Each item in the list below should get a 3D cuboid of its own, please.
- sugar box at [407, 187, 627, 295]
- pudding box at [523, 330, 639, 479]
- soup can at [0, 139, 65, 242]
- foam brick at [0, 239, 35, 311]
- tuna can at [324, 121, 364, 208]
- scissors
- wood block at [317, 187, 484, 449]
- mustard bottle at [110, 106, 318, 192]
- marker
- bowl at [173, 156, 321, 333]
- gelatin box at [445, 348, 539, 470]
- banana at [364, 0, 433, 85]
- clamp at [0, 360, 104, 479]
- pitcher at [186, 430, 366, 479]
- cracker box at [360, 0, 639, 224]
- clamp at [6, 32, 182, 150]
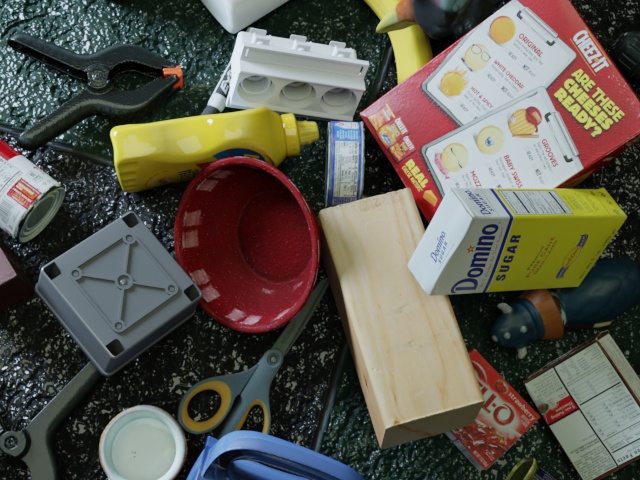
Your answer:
[{"bbox_3d":[0.171,0.000,0.922,0.175,0.093,0.048,-4,45,-32],"label":"sugar box"},{"bbox_3d":[0.252,0.153,0.975,0.090,0.039,0.113,-37,79,29],"label":"pudding box"},{"bbox_3d":[-0.299,-0.053,0.997,0.102,0.068,0.068,36,77,5],"label":"soup can"},{"bbox_3d":[-0.302,0.031,0.972,0.051,0.078,0.053,-31,80,-9],"label":"foam brick"},{"bbox_3d":[0.022,-0.071,1.013,0.033,0.086,0.086,2,76,-2],"label":"tuna can"},{"bbox_3d":[-0.065,0.112,0.996,0.096,0.016,0.201,21,75,-8],"label":"scissors"},{"bbox_3d":[0.068,0.070,0.962,0.090,0.091,0.206,-15,68,-6],"label":"wood block"},{"bbox_3d":[-0.097,-0.089,1.004,0.191,0.096,0.058,-10,77,-6],"label":"mustard bottle"},{"bbox_3d":[-0.091,-0.157,1.060,0.020,0.020,0.121,26,76,2],"label":"marker"},{"bbox_3d":[-0.056,0.001,0.983,0.162,0.055,0.162,6,102,31],"label":"bowl"},{"bbox_3d":[0.146,0.158,0.995,0.073,0.030,0.089,-41,83,-12],"label":"gelatin box"},{"bbox_3d":[0.076,-0.197,1.075,0.070,0.037,0.198,-28,75,19],"label":"banana"},{"bbox_3d":[-0.265,0.178,0.960,0.164,0.036,0.210,-1,75,-6],"label":"clamp"},{"bbox_3d":[-0.005,0.257,0.907,0.243,0.149,0.145,18,77,-3],"label":"pitcher"},{"bbox_3d":[0.170,-0.109,0.976,0.214,0.072,0.164,-35,79,19],"label":"cracker box"},{"bbox_3d":[-0.224,-0.161,1.043,0.171,0.039,0.120,-15,82,-13],"label":"clamp"}]
